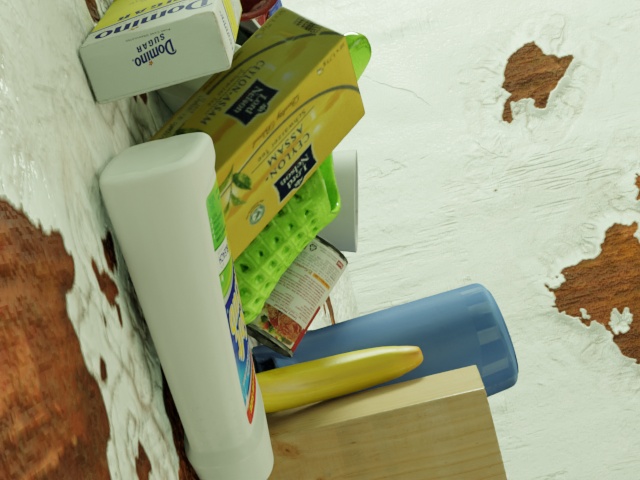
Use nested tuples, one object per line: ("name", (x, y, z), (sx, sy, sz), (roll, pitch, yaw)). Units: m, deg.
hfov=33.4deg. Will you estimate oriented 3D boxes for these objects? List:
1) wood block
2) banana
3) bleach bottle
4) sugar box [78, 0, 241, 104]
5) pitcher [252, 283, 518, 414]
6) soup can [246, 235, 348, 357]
("wood block", (0.048, 0.182, 0.919), (0.091, 0.206, 0.090), (-67, 142, -82))
("banana", (-0.002, 0.123, 0.929), (0.070, 0.197, 0.037), (-12, -93, 55))
("bleach bottle", (-0.075, 0.063, 0.692), (0.102, 0.068, 0.251), (-89, 167, -72))
("sugar box", (-0.107, -0.151, 0.754), (0.176, 0.093, 0.048), (-94, 169, -68))
("pitcher", (0.065, 0.135, 1.049), (0.149, 0.243, 0.145), (-110, -179, -84))
("soup can", (-0.028, 0.045, 0.968), (0.102, 0.068, 0.068), (-58, 161, -12))
